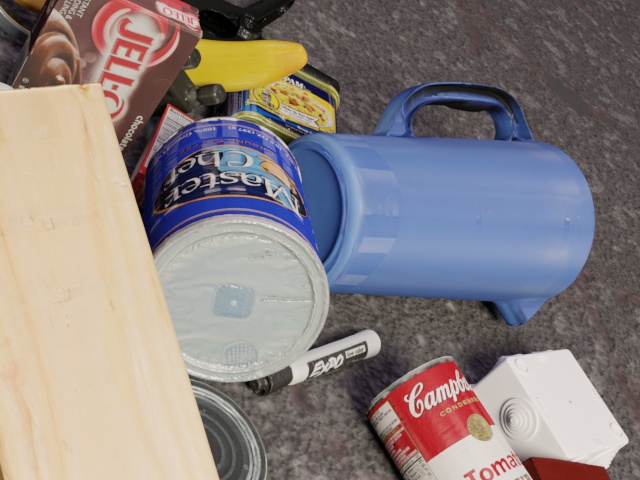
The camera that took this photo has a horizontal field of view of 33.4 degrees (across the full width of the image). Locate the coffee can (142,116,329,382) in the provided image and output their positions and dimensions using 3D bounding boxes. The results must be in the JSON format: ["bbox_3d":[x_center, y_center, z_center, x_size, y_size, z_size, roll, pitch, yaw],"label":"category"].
[{"bbox_3d":[-0.054,0.001,0.625,0.102,0.103,0.140,27,22,-20],"label":"coffee can"}]

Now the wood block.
[{"bbox_3d":[-0.123,0.044,0.480,0.090,0.091,0.206,-11,75,-32],"label":"wood block"}]

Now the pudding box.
[{"bbox_3d":[-0.142,-0.118,0.690,0.089,0.114,0.039,21,38,-27],"label":"pudding box"}]

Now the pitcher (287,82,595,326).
[{"bbox_3d":[0.079,-0.028,0.792,0.242,0.145,0.149,2,41,-40],"label":"pitcher"}]

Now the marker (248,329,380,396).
[{"bbox_3d":[-0.003,0.078,0.691,0.120,0.020,0.020,-12,60,-50],"label":"marker"}]

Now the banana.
[{"bbox_3d":[-0.107,-0.147,0.775,0.198,0.070,0.037,27,28,9],"label":"banana"}]

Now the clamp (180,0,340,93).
[{"bbox_3d":[-0.067,-0.178,0.901,0.171,0.039,0.120,10,43,-38],"label":"clamp"}]

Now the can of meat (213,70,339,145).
[{"bbox_3d":[-0.034,-0.089,0.818,0.102,0.058,0.084,24,39,-24],"label":"can of meat"}]

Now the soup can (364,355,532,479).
[{"bbox_3d":[0.082,0.134,0.671,0.068,0.069,0.102,-7,57,-48],"label":"soup can"}]
